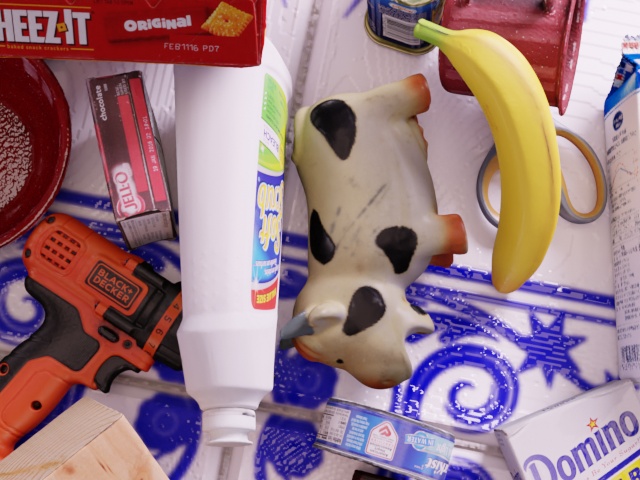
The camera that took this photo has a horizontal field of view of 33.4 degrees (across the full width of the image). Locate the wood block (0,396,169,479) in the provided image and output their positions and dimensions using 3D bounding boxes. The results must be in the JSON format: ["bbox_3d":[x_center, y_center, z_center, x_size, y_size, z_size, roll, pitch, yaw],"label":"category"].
[{"bbox_3d":[-0.102,0.202,0.614,0.090,0.091,0.206,-38,104,-20],"label":"wood block"}]

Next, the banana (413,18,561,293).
[{"bbox_3d":[0.119,-0.052,0.673,0.037,0.070,0.198,-37,118,-36],"label":"banana"}]

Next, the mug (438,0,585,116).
[{"bbox_3d":[0.122,-0.137,0.685,0.082,0.117,0.093,10,72,17],"label":"mug"}]

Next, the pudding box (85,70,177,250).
[{"bbox_3d":[-0.119,-0.048,0.679,0.039,0.113,0.090,-11,82,-6],"label":"pudding box"}]

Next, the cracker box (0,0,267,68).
[{"bbox_3d":[-0.112,-0.179,0.659,0.164,0.213,0.072,1,123,-2],"label":"cracker box"}]

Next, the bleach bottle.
[{"bbox_3d":[-0.054,0.001,0.661,0.068,0.102,0.251,-5,73,10],"label":"bleach bottle"}]

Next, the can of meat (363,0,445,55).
[{"bbox_3d":[0.067,-0.188,0.717,0.057,0.084,0.102,20,81,8],"label":"can of meat"}]

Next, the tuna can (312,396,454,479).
[{"bbox_3d":[0.040,0.127,0.671,0.086,0.086,0.034,17,79,1],"label":"tuna can"}]

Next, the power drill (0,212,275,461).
[{"bbox_3d":[-0.147,0.101,0.687,0.184,0.057,0.187,33,80,2],"label":"power drill"}]

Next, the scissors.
[{"bbox_3d":[0.124,-0.092,0.741,0.096,0.016,0.202,-29,80,-3],"label":"scissors"}]

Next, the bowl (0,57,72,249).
[{"bbox_3d":[-0.240,-0.061,0.708,0.162,0.055,0.162,0,81,-1],"label":"bowl"}]
